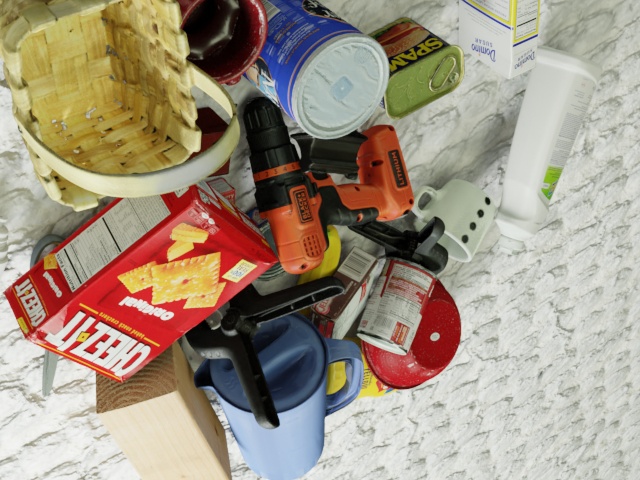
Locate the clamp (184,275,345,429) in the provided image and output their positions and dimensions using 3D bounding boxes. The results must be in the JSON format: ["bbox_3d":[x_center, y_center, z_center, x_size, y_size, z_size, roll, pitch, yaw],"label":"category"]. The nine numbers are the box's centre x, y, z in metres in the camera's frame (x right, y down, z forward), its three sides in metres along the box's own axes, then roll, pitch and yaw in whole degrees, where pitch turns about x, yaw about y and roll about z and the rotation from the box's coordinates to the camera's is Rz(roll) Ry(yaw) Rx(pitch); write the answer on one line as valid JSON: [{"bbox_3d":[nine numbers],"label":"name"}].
[{"bbox_3d":[-0.075,0.081,1.114,0.164,0.210,0.036,-58,139,-4],"label":"clamp"}]

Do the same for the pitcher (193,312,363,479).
[{"bbox_3d":[-0.042,0.190,1.253,0.145,0.149,0.243,-54,159,-26],"label":"pitcher"}]

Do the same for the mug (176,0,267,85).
[{"bbox_3d":[-0.103,-0.190,0.961,0.093,0.082,0.117,-37,138,-9],"label":"mug"}]

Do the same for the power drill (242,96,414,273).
[{"bbox_3d":[0.007,-0.072,1.130,0.187,0.057,0.184,-18,95,-40],"label":"power drill"}]

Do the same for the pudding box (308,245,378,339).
[{"bbox_3d":[0.023,0.076,1.265,0.113,0.039,0.090,-51,163,-36],"label":"pudding box"}]

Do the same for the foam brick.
[{"bbox_3d":[-0.131,-0.092,1.039,0.078,0.053,0.051,-11,129,-32],"label":"foam brick"}]

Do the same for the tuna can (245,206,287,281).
[{"bbox_3d":[-0.058,0.001,1.189,0.086,0.034,0.086,-22,134,-25],"label":"tuna can"}]

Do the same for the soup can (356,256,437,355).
[{"bbox_3d":[0.092,0.079,1.295,0.068,0.069,0.102,36,72,-49],"label":"soup can"}]

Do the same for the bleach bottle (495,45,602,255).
[{"bbox_3d":[0.264,-0.104,1.299,0.102,0.068,0.251,2,108,-55],"label":"bleach bottle"}]

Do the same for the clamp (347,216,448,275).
[{"bbox_3d":[0.117,0.006,1.287,0.171,0.120,0.039,35,68,-52],"label":"clamp"}]

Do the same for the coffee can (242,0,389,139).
[{"bbox_3d":[-0.017,-0.172,1.001,0.102,0.140,0.103,-22,134,-25],"label":"coffee can"}]

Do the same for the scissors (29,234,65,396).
[{"bbox_3d":[-0.253,0.072,1.100,0.096,0.016,0.202,-20,133,-26],"label":"scissors"}]

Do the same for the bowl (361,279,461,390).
[{"bbox_3d":[0.130,0.117,1.371,0.161,0.055,0.162,-5,98,-37],"label":"bowl"}]

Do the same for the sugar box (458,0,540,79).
[{"bbox_3d":[0.190,-0.269,1.130,0.048,0.093,0.176,-28,137,-19],"label":"sugar box"}]

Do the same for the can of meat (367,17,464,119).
[{"bbox_3d":[0.086,-0.183,1.120,0.102,0.084,0.057,-29,136,-18],"label":"can of meat"}]

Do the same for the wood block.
[{"bbox_3d":[-0.173,0.203,1.196,0.090,0.091,0.206,-17,136,3],"label":"wood block"}]

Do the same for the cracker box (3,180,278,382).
[{"bbox_3d":[-0.170,0.036,1.043,0.214,0.072,0.164,-39,147,6],"label":"cracker box"}]

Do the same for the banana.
[{"bbox_3d":[-0.013,0.047,1.252,0.069,0.037,0.198,-31,147,-45],"label":"banana"}]

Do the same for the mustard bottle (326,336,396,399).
[{"bbox_3d":[0.072,0.164,1.408,0.191,0.058,0.096,-7,119,-36],"label":"mustard bottle"}]
